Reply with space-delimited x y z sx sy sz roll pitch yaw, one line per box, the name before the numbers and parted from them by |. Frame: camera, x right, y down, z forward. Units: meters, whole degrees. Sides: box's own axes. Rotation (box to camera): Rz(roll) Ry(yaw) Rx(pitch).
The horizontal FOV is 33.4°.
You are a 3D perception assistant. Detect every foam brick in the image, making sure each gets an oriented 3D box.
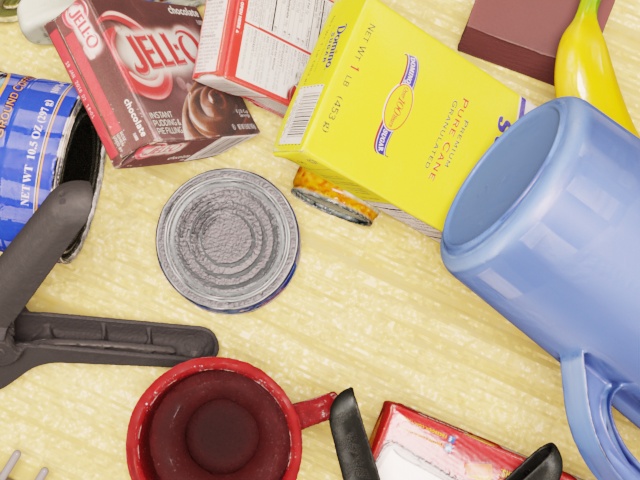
foam brick | 0.128 -0.131 0.639 0.078 0.051 0.053 22 85 2

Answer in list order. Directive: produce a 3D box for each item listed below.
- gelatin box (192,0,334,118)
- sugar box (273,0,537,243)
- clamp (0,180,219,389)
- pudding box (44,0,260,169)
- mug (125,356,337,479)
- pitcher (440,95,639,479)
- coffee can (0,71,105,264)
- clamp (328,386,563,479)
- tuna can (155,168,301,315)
gelatin box | -0.030 -0.116 0.622 0.030 0.089 0.073 4 82 40
sugar box | 0.067 -0.052 0.594 0.176 0.048 0.093 26 83 -26
clamp | -0.178 0.041 0.585 0.210 0.164 0.036 -12 51 6
pudding box | -0.092 -0.090 0.604 0.039 0.113 0.090 -29 85 24
mug | -0.045 0.107 0.597 0.117 0.081 0.093 -21 84 -2
pitcher | 0.179 0.045 0.546 0.242 0.149 0.145 35 112 -12
coffee can | -0.202 -0.049 0.603 0.140 0.103 0.103 10 84 1
clamp | 0.056 0.165 0.540 0.120 0.039 0.171 7 90 7
tuna can | -0.054 0.001 0.633 0.086 0.034 0.086 0 84 0
